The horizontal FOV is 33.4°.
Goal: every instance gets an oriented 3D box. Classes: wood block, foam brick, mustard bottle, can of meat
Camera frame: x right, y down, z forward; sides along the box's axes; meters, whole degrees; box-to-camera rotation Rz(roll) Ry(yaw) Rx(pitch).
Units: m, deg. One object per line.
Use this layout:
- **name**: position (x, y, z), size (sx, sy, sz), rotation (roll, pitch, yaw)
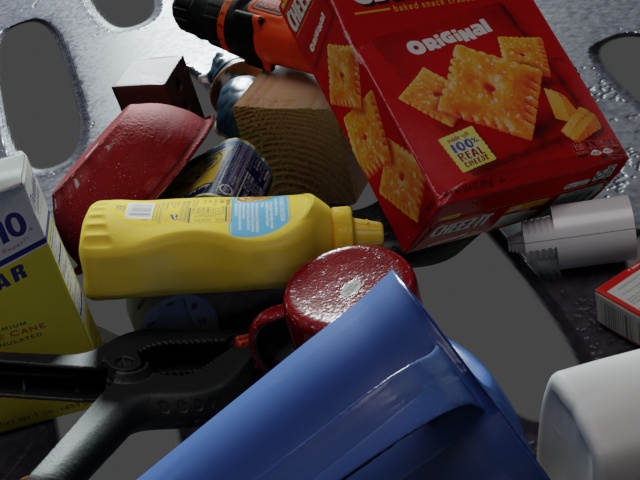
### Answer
- **wood block**: position (0.018, -0.128, 0.889), size (0.090, 0.091, 0.205), rotation (5, 41, 25)
- **foam brick**: position (-0.140, -0.117, 0.944), size (0.051, 0.078, 0.053), rotation (-2, 38, 20)
- **mustard bottle**: position (-0.055, 0.001, 0.696), size (0.191, 0.058, 0.096), rotation (-3, 19, -2)
- **can of meat**: position (-0.089, -0.022, 0.800), size (0.102, 0.057, 0.084), rotation (-25, 28, 28)

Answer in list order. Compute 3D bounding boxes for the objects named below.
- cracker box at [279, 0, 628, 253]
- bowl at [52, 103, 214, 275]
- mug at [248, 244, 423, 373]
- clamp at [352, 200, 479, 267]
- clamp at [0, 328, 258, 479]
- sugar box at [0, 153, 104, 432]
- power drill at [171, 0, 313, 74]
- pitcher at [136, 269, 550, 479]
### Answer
- **cracker box**: position (0.090, -0.112, 0.740), size (0.163, 0.072, 0.214), rotation (-14, 67, -27)
- **bowl**: position (-0.153, -0.052, 0.811), size (0.162, 0.055, 0.162), rotation (-45, 15, 15)
- **mug**: position (0.013, 0.058, 0.652), size (0.117, 0.081, 0.093), rotation (-5, 37, 14)
- **clamp**: position (0.037, -0.007, 0.767), size (0.171, 0.039, 0.120), rotation (-20, 41, -11)
- **clamp**: position (-0.128, 0.085, 0.640), size (0.165, 0.036, 0.209), rotation (25, 28, 37)
- **sugar box**: position (-0.201, 0.039, 0.676), size (0.093, 0.176, 0.048), rotation (-16, 36, -1)
- **power drill**: position (-0.007, -0.207, 0.877), size (0.185, 0.057, 0.187), rotation (25, 54, 36)
- **pitcher**: position (-0.021, 0.131, 0.479), size (0.243, 0.149, 0.145), rotation (-36, 29, 1)
